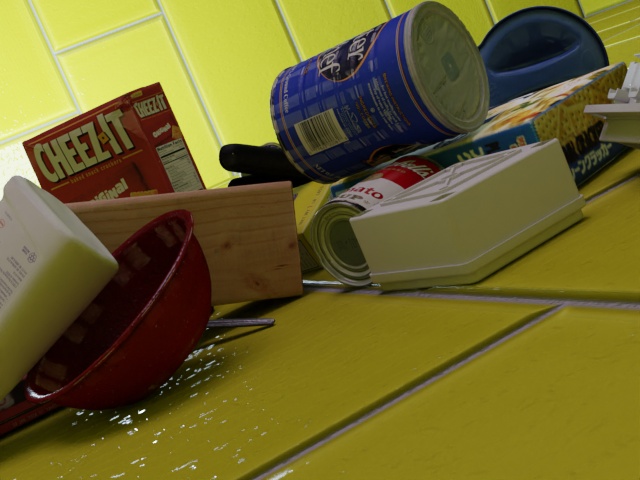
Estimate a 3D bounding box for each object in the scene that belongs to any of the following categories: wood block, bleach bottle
[{"bbox_3d":[-0.126,0.008,0.836,0.206,0.090,0.091,-7,3,-12],"label":"wood block"},{"bbox_3d":[-0.252,0.080,0.724,0.251,0.068,0.103,-49,50,0],"label":"bleach bottle"}]

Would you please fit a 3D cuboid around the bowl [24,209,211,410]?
[{"bbox_3d":[-0.124,0.057,0.713,0.162,0.055,0.162,-39,22,19],"label":"bowl"}]

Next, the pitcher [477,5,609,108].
[{"bbox_3d":[0.253,-0.178,1.139,0.145,0.149,0.242,-36,0,20],"label":"pitcher"}]

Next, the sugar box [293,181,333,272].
[{"bbox_3d":[-0.057,0.001,0.978,0.177,0.048,0.093,-16,30,35],"label":"sugar box"}]

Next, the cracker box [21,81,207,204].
[{"bbox_3d":[-0.208,-0.040,1.156,0.164,0.213,0.072,-19,9,30],"label":"cracker box"}]

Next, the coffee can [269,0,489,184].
[{"bbox_3d":[0.045,-0.112,0.833,0.141,0.103,0.102,-19,9,38],"label":"coffee can"}]

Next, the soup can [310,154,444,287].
[{"bbox_3d":[0.048,-0.015,0.783,0.069,0.068,0.102,-16,11,43],"label":"soup can"}]

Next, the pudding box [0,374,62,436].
[{"bbox_3d":[-0.228,0.112,0.827,0.090,0.039,0.114,-24,8,-16],"label":"pudding box"}]

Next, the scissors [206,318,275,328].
[{"bbox_3d":[-0.124,0.063,0.822,0.202,0.016,0.096,-5,4,10],"label":"scissors"}]

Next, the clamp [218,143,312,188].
[{"bbox_3d":[0.003,-0.064,1.018,0.210,0.036,0.165,-1,-8,-9],"label":"clamp"}]
